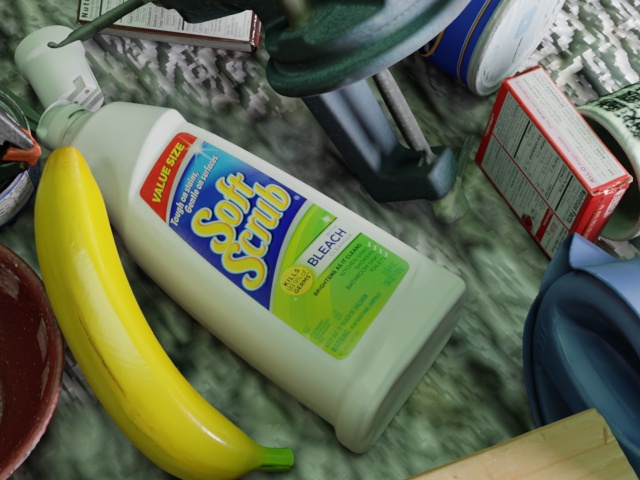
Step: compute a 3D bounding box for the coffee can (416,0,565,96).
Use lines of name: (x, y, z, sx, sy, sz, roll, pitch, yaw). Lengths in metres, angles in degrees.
coffee can: (0.071, -0.170, 0.660, 0.140, 0.103, 0.102, 37, 61, 18)

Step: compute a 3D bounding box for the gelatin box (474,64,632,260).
gelatin box: (0.129, -0.041, 0.600, 0.030, 0.073, 0.089, -23, 62, -19)

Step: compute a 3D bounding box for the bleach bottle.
bleach bottle: (-0.054, 0.001, 0.563, 0.251, 0.068, 0.102, 31, 63, 17)

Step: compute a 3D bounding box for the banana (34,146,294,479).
banana: (-0.091, 0.044, 0.509, 0.198, 0.037, 0.069, 56, 26, 3)

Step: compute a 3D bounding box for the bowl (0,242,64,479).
bowl: (-0.200, 0.071, 0.506, 0.162, 0.055, 0.162, 3, 57, -4)

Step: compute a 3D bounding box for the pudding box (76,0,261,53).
pudding box: (-0.089, -0.168, 0.657, 0.113, 0.039, 0.090, 8, 94, 1)
